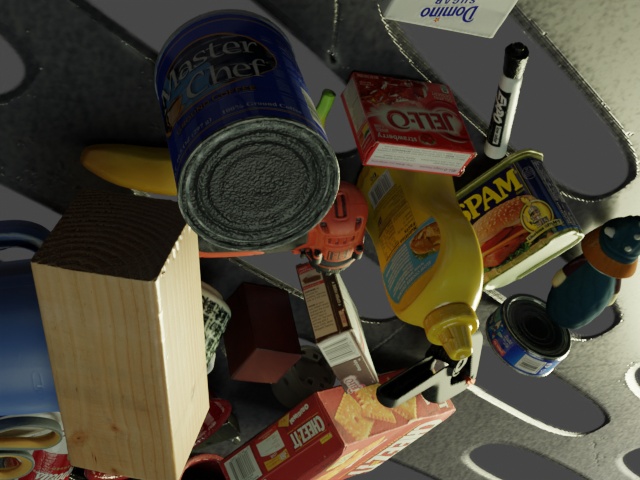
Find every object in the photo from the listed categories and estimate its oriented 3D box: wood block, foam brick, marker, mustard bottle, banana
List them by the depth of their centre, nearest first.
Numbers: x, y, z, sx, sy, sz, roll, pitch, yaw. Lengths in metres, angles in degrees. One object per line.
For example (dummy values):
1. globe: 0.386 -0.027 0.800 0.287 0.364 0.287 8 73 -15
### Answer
1. wood block: -0.141 0.075 0.792 0.090 0.090 0.206 9 128 10
2. banana: -0.081 -0.067 0.822 0.197 0.037 0.069 -15 123 -3
3. mustard bottle: 0.084 0.009 0.847 0.058 0.191 0.096 9 138 -31
4. marker: 0.149 -0.111 0.855 0.020 0.020 0.121 -9 144 -8
5. foam brick: -0.057 0.087 1.002 0.051 0.078 0.053 14 136 -32

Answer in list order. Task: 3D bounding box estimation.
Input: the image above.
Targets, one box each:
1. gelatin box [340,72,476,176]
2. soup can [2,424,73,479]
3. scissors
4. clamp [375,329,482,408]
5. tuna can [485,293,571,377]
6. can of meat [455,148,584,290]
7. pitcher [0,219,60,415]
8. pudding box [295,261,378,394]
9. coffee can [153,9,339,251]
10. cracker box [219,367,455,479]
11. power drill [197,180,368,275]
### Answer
1. gelatin box: 0.067 -0.089 0.809 0.089 0.073 0.030 4 141 -25
2. soup can: -0.263 0.188 1.047 0.068 0.068 0.102 12 116 -33
3. scissors: -0.325 0.182 0.918 0.201 0.016 0.096 -1 137 -24
4. clamp: 0.135 0.111 1.107 0.164 0.036 0.209 -58 154 -1
5. tuna can: 0.217 0.097 1.108 0.086 0.086 0.034 6 138 -28
6. can of meat: 0.165 -0.016 0.925 0.102 0.084 0.057 -36 158 27
7. pitcher: -0.311 0.075 0.862 0.242 0.149 0.145 -5 167 -9
8. pudding box: 0.016 0.081 1.009 0.039 0.090 0.113 -19 144 3
9. coffee can: -0.052 -0.076 0.709 0.102 0.140 0.103 -8 130 -10
10. cracker box: 0.023 0.212 1.151 0.164 0.072 0.213 -41 158 32
11. power drill: -0.056 0.001 0.880 0.187 0.057 0.184 -8 165 -4
